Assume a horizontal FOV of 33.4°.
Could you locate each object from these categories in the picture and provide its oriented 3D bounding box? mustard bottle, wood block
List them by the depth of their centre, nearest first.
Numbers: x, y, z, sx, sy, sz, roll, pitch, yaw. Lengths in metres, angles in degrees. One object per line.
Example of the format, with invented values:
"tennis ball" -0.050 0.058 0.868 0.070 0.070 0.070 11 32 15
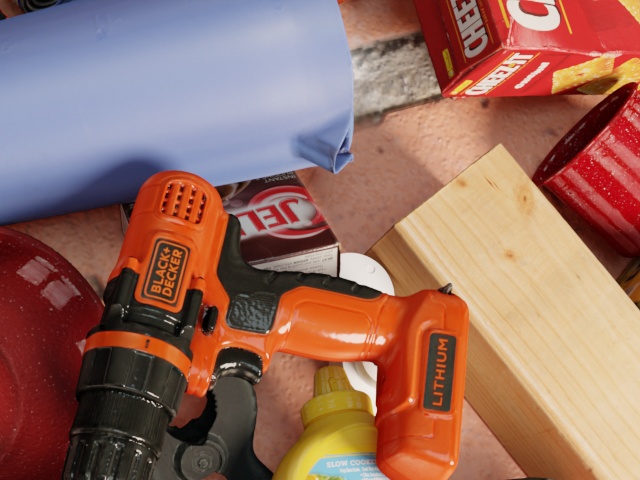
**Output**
"mustard bottle" 0.022 0.156 0.565 0.096 0.058 0.191 4 56 -25
"wood block" 0.129 0.058 0.651 0.090 0.091 0.206 -37 85 -20

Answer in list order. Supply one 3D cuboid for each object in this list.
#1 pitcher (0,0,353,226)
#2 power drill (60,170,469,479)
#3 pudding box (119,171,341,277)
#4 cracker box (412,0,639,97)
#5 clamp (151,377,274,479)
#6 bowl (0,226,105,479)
"pitcher" -0.109 -0.091 0.616 0.242 0.149 0.145 -14 104 -8
"power drill" -0.023 0.067 0.530 0.187 0.057 0.184 18 60 -13
"pudding box" -0.054 0.001 0.629 0.113 0.039 0.090 -14 37 -14
"cracker box" 0.158 -0.182 0.706 0.213 0.072 0.164 -5 72 -34
"clamp" -0.076 0.125 0.586 0.120 0.039 0.171 -26 105 -20
"bowl" -0.179 0.075 0.568 0.161 0.055 0.162 34 45 -42
